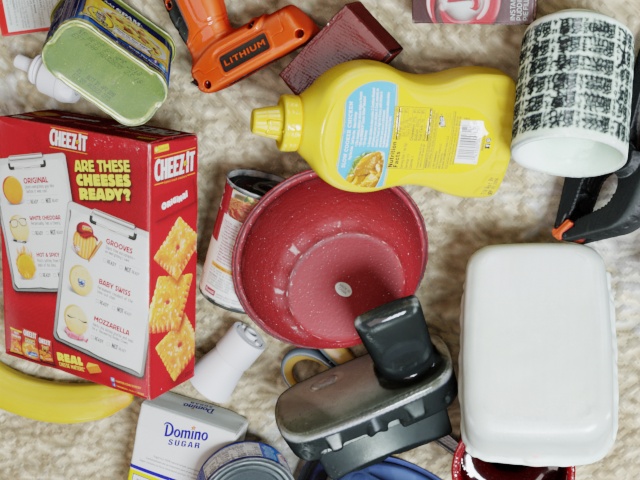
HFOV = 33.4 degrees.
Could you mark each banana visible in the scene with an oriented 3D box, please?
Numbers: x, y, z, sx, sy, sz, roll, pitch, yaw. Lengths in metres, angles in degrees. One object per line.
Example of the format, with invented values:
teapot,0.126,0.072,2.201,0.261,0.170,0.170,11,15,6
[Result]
banana,-0.268,0.131,0.982,0.198,0.037,0.070,22,110,9

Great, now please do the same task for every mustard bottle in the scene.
mustard bottle,0.044,-0.083,0.783,0.191,0.058,0.096,1,114,-14

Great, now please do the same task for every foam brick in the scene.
foam brick,0.016,-0.137,0.820,0.051,0.053,0.078,46,110,-1

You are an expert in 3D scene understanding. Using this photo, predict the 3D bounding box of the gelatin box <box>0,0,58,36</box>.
gelatin box,-0.224,-0.210,0.878,0.089,0.030,0.073,-4,104,14

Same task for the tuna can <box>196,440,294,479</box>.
tuna can,-0.064,0.216,0.916,0.086,0.034,0.086,-5,111,-12

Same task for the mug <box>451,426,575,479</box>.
mug,0.158,0.160,0.844,0.093,0.081,0.117,36,102,1

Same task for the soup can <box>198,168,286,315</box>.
soup can,-0.056,0.001,0.871,0.068,0.068,0.102,20,110,9

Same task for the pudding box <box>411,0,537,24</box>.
pudding box,0.114,-0.214,0.778,0.090,0.039,0.113,3,105,16

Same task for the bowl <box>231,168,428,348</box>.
bowl,0.014,0.026,0.828,0.162,0.055,0.162,-5,114,-11

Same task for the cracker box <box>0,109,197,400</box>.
cracker box,-0.185,0.007,0.891,0.164,0.072,0.214,12,109,28

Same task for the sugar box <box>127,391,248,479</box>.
sugar box,-0.128,0.230,0.967,0.093,0.048,0.176,17,105,10

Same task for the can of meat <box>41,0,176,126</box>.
can of meat,-0.164,-0.145,0.832,0.102,0.084,0.057,34,113,-23

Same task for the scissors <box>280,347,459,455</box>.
scissors,0.045,0.143,0.908,0.096,0.016,0.202,-37,92,18

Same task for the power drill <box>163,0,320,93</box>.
power drill,-0.076,-0.223,0.821,0.185,0.057,0.187,-27,95,21
